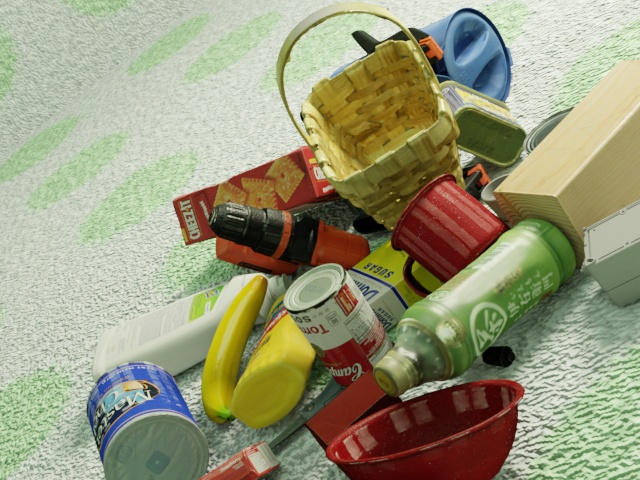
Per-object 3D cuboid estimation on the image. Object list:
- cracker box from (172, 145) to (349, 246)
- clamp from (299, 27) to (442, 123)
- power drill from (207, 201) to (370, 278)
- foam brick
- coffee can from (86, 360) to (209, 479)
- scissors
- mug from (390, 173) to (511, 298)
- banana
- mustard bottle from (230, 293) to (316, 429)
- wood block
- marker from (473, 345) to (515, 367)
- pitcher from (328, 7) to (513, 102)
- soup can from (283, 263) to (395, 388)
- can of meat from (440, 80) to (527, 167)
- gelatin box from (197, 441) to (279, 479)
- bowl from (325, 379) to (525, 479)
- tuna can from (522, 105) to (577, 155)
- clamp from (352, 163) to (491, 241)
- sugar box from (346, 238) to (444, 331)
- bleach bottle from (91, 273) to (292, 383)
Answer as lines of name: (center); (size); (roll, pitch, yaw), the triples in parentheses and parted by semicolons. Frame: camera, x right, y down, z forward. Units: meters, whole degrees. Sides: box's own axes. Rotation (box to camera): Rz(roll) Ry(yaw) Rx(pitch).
cracker box: (-0.056, -0.064, 1.365); (0.214, 0.072, 0.163); (-18, -1, 33)
clamp: (0.075, -0.229, 1.348); (0.210, 0.036, 0.164); (-13, 42, 47)
power drill: (-0.058, 0.001, 1.207); (0.188, 0.184, 0.057); (-4, 70, 68)
foam brick: (0.037, 0.162, 0.934); (0.078, 0.053, 0.051); (-39, 24, -9)
coffee can: (-0.179, 0.196, 1.088); (0.102, 0.102, 0.140); (-38, 24, -6)
scissors: (0.008, 0.162, 1.016); (0.201, 0.016, 0.096); (-46, 26, -22)
mug: (0.122, 0.006, 1.025); (0.093, 0.082, 0.117); (-9, -45, -57)
banana: (-0.095, 0.126, 1.162); (0.070, 0.037, 0.197); (-25, 39, 33)
mustard bottle: (-0.034, 0.105, 1.109); (0.096, 0.058, 0.191); (-50, 9, 31)
wood block: (0.275, -0.077, 1.019); (0.206, 0.090, 0.090); (-44, 25, -19)
marker: (0.127, 0.103, 0.968); (0.121, 0.020, 0.020); (-3, 40, 50)
pitcher: (0.130, -0.212, 1.431); (0.243, 0.149, 0.145); (-13, 49, 46)
soup can: (0.019, 0.080, 1.006); (0.068, 0.102, 0.068); (-26, 27, 14)
can of meat: (0.182, -0.134, 1.234); (0.057, 0.102, 0.084); (-63, 19, 20)
gelatin box: (-0.082, 0.215, 0.966); (0.073, 0.030, 0.089); (-34, -10, 6)
bowl: (0.088, 0.162, 0.825); (0.162, 0.055, 0.162); (-19, 3, 1)
tuna can: (0.265, -0.107, 1.156); (0.086, 0.033, 0.086); (-29, 25, 14)
clamp: (0.113, -0.024, 1.198); (0.172, 0.039, 0.120); (-30, 36, 18)
sugar box: (0.090, 0.031, 1.115); (0.176, 0.048, 0.093); (-35, 24, -2)
bleach bottle: (-0.147, 0.106, 1.265); (0.251, 0.068, 0.102); (-24, 32, 16)
